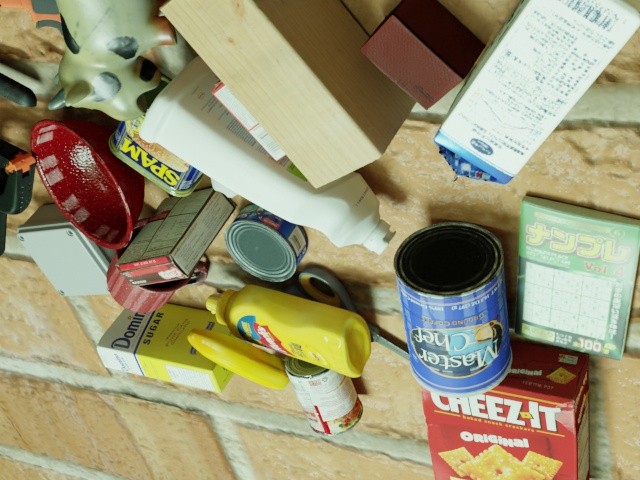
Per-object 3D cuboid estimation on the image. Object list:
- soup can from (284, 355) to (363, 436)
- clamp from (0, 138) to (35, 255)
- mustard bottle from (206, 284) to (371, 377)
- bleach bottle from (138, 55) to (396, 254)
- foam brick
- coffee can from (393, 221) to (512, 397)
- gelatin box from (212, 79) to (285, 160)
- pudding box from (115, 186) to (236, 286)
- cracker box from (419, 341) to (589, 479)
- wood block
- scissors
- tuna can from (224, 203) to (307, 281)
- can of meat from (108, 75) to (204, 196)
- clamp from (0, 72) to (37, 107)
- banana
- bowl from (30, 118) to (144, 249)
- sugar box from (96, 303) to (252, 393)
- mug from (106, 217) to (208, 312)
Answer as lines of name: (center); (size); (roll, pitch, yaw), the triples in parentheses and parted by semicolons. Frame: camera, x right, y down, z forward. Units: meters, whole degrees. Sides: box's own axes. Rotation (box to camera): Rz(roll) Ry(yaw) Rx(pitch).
soup can: (0.004, 0.169, 1.244); (0.069, 0.068, 0.102); (4, 132, 31)
clamp: (-0.390, -0.076, 1.244); (0.210, 0.036, 0.164); (-28, 94, 53)
mustard bottle: (-0.043, 0.091, 1.177); (0.192, 0.058, 0.096); (15, 154, 26)
bleach bottle: (-0.040, -0.066, 1.005); (0.251, 0.102, 0.068); (36, 136, -2)
foam brick: (0.083, -0.157, 0.870); (0.078, 0.051, 0.053); (41, 141, -9)
coffee can: (0.129, 0.068, 1.028); (0.103, 0.102, 0.140); (11, 135, 25)
gelatin box: (-0.045, -0.129, 0.967); (0.089, 0.073, 0.030); (46, 139, -15)
pudding box: (-0.154, -0.004, 1.136); (0.090, 0.113, 0.039); (-9, 130, 40)
cracker box: (0.199, 0.203, 1.139); (0.164, 0.072, 0.213); (8, 135, 22)
wood block: (-0.024, -0.158, 0.910); (0.090, 0.090, 0.206); (-23, 116, 46)
scissors: (0.049, 0.087, 1.169); (0.202, 0.016, 0.096); (22, 142, 14)
tuna can: (-0.057, 0.001, 1.140); (0.086, 0.033, 0.086); (19, 139, 17)
can of meat: (-0.154, -0.106, 1.078); (0.102, 0.057, 0.084); (35, 139, -2)
clamp: (-0.397, -0.173, 1.157); (0.120, 0.039, 0.171); (-43, 89, 19)
banana: (-0.080, 0.140, 1.219); (0.070, 0.037, 0.197); (13, 168, 26)
bowl: (-0.241, -0.072, 1.156); (0.162, 0.055, 0.162); (31, 143, 27)
sugar box: (-0.177, 0.124, 1.301); (0.176, 0.093, 0.048); (9, 134, 26)
mug: (-0.187, 0.034, 1.230); (0.117, 0.093, 0.082); (4, 153, -23)
